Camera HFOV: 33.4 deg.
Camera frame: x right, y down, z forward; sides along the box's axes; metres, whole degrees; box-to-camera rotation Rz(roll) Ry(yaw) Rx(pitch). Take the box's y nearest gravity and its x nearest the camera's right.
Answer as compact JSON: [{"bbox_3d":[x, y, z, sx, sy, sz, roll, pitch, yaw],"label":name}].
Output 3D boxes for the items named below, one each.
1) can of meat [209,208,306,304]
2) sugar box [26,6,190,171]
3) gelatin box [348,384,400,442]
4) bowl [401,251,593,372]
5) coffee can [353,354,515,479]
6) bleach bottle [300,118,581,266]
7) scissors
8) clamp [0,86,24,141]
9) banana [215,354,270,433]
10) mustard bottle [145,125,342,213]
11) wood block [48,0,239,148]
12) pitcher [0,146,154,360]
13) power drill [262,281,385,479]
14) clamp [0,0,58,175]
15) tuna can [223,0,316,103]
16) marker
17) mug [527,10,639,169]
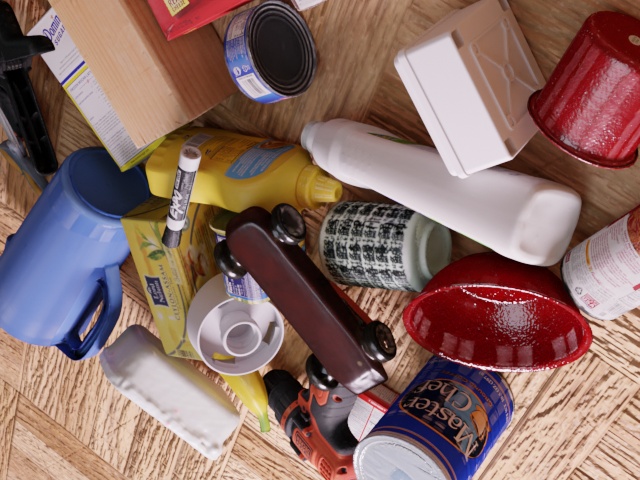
[{"bbox_3d":[-0.057,0.001,1.045,0.058,0.101,0.084,13,127,30],"label":"can of meat"},{"bbox_3d":[-0.218,-0.165,1.095,0.094,0.048,0.176,-27,96,44],"label":"sugar box"},{"bbox_3d":[0.055,0.192,1.136,0.073,0.030,0.089,31,132,15],"label":"gelatin box"},{"bbox_3d":[0.155,0.056,0.925,0.162,0.055,0.162,10,150,5],"label":"bowl"},{"bbox_3d":[0.109,0.185,1.012,0.103,0.140,0.103,19,128,26],"label":"coffee can"},{"bbox_3d":[0.088,-0.053,0.910,0.251,0.102,0.068,25,100,37],"label":"bleach bottle"},{"bbox_3d":[-0.350,-0.112,1.196,0.096,0.016,0.202,38,160,28],"label":"scissors"},{"bbox_3d":[-0.382,-0.184,1.178,0.171,0.120,0.039,44,91,-1],"label":"clamp"},{"bbox_3d":[-0.117,0.132,1.192,0.198,0.037,0.070,41,123,36],"label":"banana"},{"bbox_3d":[-0.065,-0.062,1.010,0.192,0.096,0.058,13,125,30],"label":"mustard bottle"},{"bbox_3d":[-0.174,-0.205,1.003,0.091,0.090,0.206,-18,107,44],"label":"wood block"},{"bbox_3d":[-0.274,0.015,1.198,0.149,0.145,0.243,27,134,-16],"label":"pitcher"},{"bbox_3d":[-0.002,0.139,1.102,0.185,0.057,0.188,42,136,44],"label":"power drill"},{"bbox_3d":[-0.319,-0.177,1.111,0.210,0.036,0.165,47,142,40],"label":"clamp"},{"bbox_3d":[-0.044,-0.164,0.935,0.034,0.086,0.086,-10,112,42],"label":"tuna can"},{"bbox_3d":[-0.131,-0.037,0.993,0.020,0.020,0.121,34,135,14],"label":"marker"},{"bbox_3d":[0.222,-0.109,0.779,0.117,0.093,0.082,17,129,-12],"label":"mug"}]
